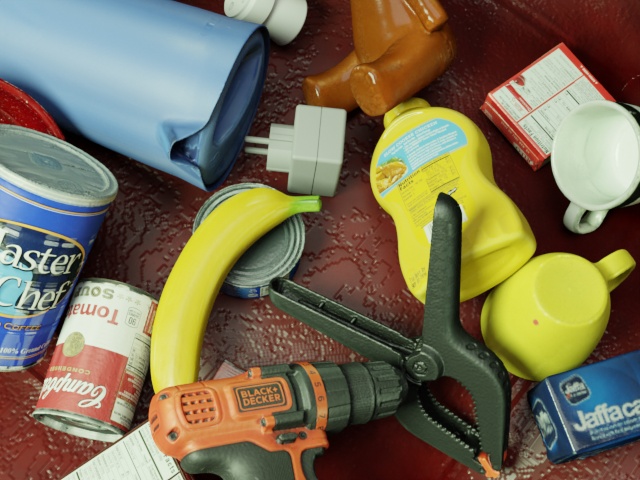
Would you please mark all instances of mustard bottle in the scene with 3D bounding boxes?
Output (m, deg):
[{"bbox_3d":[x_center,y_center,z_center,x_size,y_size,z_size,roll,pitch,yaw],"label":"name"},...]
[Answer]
[{"bbox_3d":[0.089,-0.046,0.823,0.096,0.058,0.192,-33,49,18],"label":"mustard bottle"}]

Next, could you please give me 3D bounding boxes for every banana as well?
[{"bbox_3d":[-0.077,0.032,0.767,0.070,0.037,0.197,24,71,25],"label":"banana"}]

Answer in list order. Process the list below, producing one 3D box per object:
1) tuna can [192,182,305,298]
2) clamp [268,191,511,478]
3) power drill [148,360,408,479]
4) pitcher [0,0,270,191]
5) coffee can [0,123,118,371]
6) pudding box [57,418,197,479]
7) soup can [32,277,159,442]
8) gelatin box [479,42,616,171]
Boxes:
[{"bbox_3d":[-0.055,0.001,0.825,0.086,0.034,0.086,1,69,-4],"label":"tuna can"},{"bbox_3d":[0.080,0.074,0.757,0.210,0.165,0.036,51,33,-5],"label":"clamp"},{"bbox_3d":[-0.005,0.167,0.681,0.184,0.057,0.188,-5,60,-25],"label":"power drill"},{"bbox_3d":[-0.165,-0.143,0.832,0.243,0.149,0.145,21,84,7],"label":"pitcher"},{"bbox_3d":[-0.214,0.004,0.740,0.103,0.102,0.140,29,108,7],"label":"coffee can"},{"bbox_3d":[-0.134,0.186,0.716,0.113,0.039,0.090,-32,49,-4],"label":"pudding box"},{"bbox_3d":[-0.158,0.086,0.766,0.068,0.068,0.102,13,68,1],"label":"soup can"},{"bbox_3d":[0.190,-0.111,0.890,0.089,0.030,0.073,-35,77,-16],"label":"gelatin box"}]
